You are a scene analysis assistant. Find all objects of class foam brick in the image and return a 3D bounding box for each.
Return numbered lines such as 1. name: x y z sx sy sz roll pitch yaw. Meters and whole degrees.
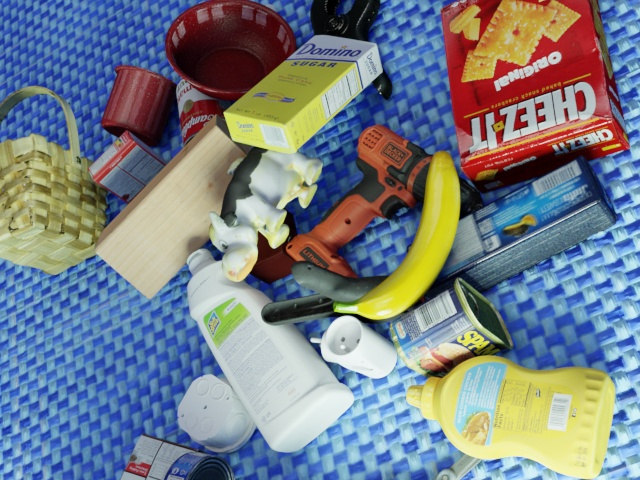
1. foam brick: -0.058 0.002 1.230 0.053 0.051 0.078 -24 56 20

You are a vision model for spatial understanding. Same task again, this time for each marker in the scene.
1. marker: -0.076 -0.251 1.387 0.020 0.020 0.121 -2 66 32

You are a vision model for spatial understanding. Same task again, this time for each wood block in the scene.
1. wood block: -0.164 -0.042 1.273 0.206 0.090 0.091 -45 14 8

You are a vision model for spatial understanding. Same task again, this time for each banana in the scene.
1. banana: 0.093 0.005 1.044 0.197 0.069 0.037 -56 12 -14

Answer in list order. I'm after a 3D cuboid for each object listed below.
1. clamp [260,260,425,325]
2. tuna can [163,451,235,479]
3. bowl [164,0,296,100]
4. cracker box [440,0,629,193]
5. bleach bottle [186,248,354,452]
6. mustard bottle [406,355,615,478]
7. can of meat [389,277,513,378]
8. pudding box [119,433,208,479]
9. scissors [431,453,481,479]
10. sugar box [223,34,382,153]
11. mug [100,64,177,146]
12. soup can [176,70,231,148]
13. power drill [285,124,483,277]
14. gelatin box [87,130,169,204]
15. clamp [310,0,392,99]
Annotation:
1. clamp: 0.031 0.054 1.082 0.171 0.120 0.039 -2 68 -12
2. tuna can: -0.129 0.266 1.122 0.034 0.086 0.086 3 69 35
3. bowl: -0.111 -0.227 1.328 0.162 0.055 0.162 2 56 -3
4. cracker box: 0.220 -0.177 1.125 0.164 0.072 0.213 -17 60 26
5. bleach bottle: -0.071 0.102 1.156 0.103 0.068 0.251 -44 59 13
6. mustard bottle: 0.169 0.157 0.992 0.192 0.058 0.096 5 69 29
7. can of meat: 0.126 0.091 1.035 0.084 0.102 0.057 -32 54 18
8. pudding box: -0.179 0.277 1.174 0.090 0.039 0.113 8 67 34
9. scissors: 0.105 0.229 1.035 0.096 0.016 0.201 29 79 44
10. sugar box: -0.017 -0.169 1.205 0.093 0.048 0.176 16 50 35
11. mug: -0.245 -0.175 1.423 0.117 0.093 0.081 -6 65 65
12. soup can: -0.145 -0.156 1.354 0.069 0.068 0.102 -25 55 20
13. power drill: 0.065 -0.020 1.159 0.187 0.057 0.185 -49 47 -1
14. gelatin box: -0.242 -0.090 1.369 0.073 0.089 0.030 -43 50 7
15. clamp: 0.016 -0.253 1.317 0.165 0.036 0.210 -9 67 29
